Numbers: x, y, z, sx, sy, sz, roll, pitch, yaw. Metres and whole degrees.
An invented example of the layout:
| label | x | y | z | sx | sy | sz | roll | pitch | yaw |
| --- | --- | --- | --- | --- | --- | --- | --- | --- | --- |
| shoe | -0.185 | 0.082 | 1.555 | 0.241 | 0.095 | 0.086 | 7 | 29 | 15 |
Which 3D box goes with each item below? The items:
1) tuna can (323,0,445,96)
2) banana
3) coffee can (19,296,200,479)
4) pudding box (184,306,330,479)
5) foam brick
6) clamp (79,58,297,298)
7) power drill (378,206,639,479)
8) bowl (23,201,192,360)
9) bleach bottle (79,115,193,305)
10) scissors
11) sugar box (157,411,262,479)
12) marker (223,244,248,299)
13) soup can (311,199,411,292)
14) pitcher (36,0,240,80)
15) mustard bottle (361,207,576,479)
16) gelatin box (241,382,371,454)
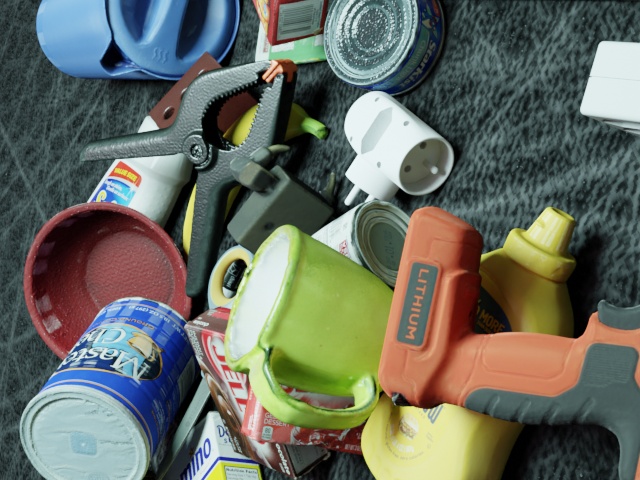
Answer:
| label | x | y | z | sx | sy | sz | roll | pitch | yaw |
| --- | --- | --- | --- | --- | --- | --- | --- | --- | --- |
| tuna can | 0.044 | -0.148 | 0.761 | 0.086 | 0.033 | 0.086 | -6 | 81 | 39 |
| banana | -0.069 | -0.058 | 0.900 | 0.198 | 0.037 | 0.069 | -45 | 46 | 36 |
| coffee can | -0.164 | 0.124 | 0.861 | 0.103 | 0.103 | 0.140 | -53 | 6 | 29 |
| pudding box | -0.046 | 0.107 | 0.766 | 0.090 | 0.039 | 0.113 | 6 | 122 | 58 |
| foam brick | -0.101 | -0.113 | 0.929 | 0.078 | 0.051 | 0.053 | -47 | 41 | 5 |
| clamp | -0.101 | -0.077 | 0.866 | 0.164 | 0.036 | 0.210 | 44 | 116 | 11 |
| power drill | 0.131 | 0.035 | 0.528 | 0.188 | 0.057 | 0.184 | 12 | 87 | 29 |
| bowl | -0.183 | 0.040 | 0.966 | 0.162 | 0.055 | 0.162 | 3 | 102 | 14 |
| bleach bottle | -0.187 | -0.031 | 1.030 | 0.251 | 0.068 | 0.103 | -59 | 41 | 20 |
| scissors | -0.088 | 0.085 | 0.842 | 0.202 | 0.016 | 0.096 | -51 | 48 | 4 |
| sugar box | -0.077 | 0.229 | 0.811 | 0.093 | 0.048 | 0.176 | -47 | 46 | 35 |
| marker | -0.056 | 0.001 | 0.878 | 0.121 | 0.020 | 0.020 | -60 | 39 | 22 |
| soup can | 0.016 | 0.023 | 0.732 | 0.102 | 0.068 | 0.068 | -34 | 53 | 43 |
| pitcher | -0.184 | -0.225 | 1.047 | 0.243 | 0.149 | 0.145 | 9 | 101 | 57 |
| mustard bottle | 0.095 | 0.068 | 0.620 | 0.192 | 0.058 | 0.096 | -64 | 33 | 17 |
| gelatin box | -0.004 | 0.101 | 0.714 | 0.030 | 0.089 | 0.073 | 4 | 82 | 63 |
